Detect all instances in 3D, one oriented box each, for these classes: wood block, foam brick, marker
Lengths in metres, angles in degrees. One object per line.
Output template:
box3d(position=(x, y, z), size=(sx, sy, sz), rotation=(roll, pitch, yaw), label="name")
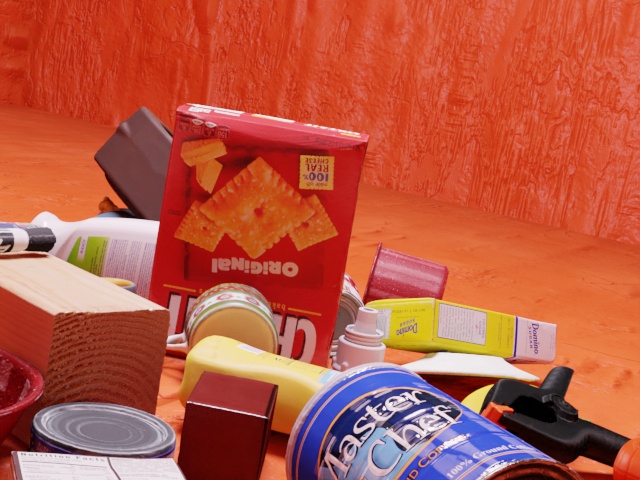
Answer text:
box3d(position=(-0.204, 0.063, 0.740), size=(0.090, 0.091, 0.206), rotation=(2, 12, -45), label="wood block")
box3d(position=(-0.058, 0.120, 0.672), size=(0.051, 0.053, 0.078), rotation=(11, 7, 1), label="foam brick")
box3d(position=(-0.233, 0.001, 0.740), size=(0.020, 0.020, 0.120), rotation=(16, 11, 34), label="marker")

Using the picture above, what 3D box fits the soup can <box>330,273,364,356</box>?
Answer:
box3d(position=(0.009, 0.069, 1.046), size=(0.068, 0.068, 0.102), rotation=(10, 9, -5), label="soup can")

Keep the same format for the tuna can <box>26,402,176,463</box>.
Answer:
box3d(position=(-0.128, 0.124, 0.623), size=(0.086, 0.034, 0.086), rotation=(10, 8, -2), label="tuna can")

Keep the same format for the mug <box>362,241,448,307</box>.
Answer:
box3d(position=(0.092, 0.058, 1.175), size=(0.081, 0.093, 0.117), rotation=(16, -4, 4), label="mug")

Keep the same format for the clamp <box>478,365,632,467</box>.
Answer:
box3d(position=(0.183, 0.141, 0.796), size=(0.120, 0.039, 0.171), rotation=(36, 23, 35), label="clamp")

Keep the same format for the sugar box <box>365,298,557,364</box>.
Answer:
box3d(position=(0.133, 0.089, 1.009), size=(0.175, 0.048, 0.094), rotation=(16, -15, -38), label="sugar box")

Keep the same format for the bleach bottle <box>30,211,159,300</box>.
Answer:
box3d(position=(-0.190, 0.017, 1.022), size=(0.251, 0.102, 0.068), rotation=(13, 3, 12), label="bleach bottle")

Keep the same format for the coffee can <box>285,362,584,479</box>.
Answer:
box3d(position=(0.058, 0.134, 0.552), size=(0.102, 0.103, 0.140), rotation=(6, 10, -29), label="coffee can")

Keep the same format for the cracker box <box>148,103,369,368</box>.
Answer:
box3d(position=(-0.056, 0.001, 0.917), size=(0.164, 0.214, 0.072), rotation=(11, 10, 3), label="cracker box")

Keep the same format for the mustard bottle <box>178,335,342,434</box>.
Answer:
box3d(position=(0.003, 0.116, 0.752), size=(0.192, 0.058, 0.096), rotation=(12, -3, 13), label="mustard bottle")

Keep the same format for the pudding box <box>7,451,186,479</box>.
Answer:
box3d(position=(-0.105, 0.141, 0.524), size=(0.090, 0.039, 0.114), rotation=(7, 7, -21), label="pudding box")
